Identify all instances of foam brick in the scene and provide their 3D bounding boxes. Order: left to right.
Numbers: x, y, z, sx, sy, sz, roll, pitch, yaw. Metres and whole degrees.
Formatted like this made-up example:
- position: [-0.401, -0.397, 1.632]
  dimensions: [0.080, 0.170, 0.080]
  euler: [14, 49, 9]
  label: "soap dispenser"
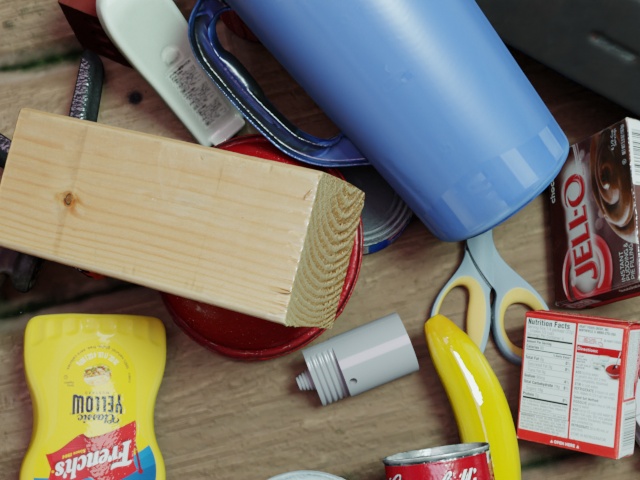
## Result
- position: [-0.151, -0.171, 0.787]
  dimensions: [0.053, 0.078, 0.051]
  euler: [24, 77, 8]
  label: "foam brick"

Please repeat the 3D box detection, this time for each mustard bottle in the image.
- position: [-0.153, 0.147, 0.718]
  dimensions: [0.096, 0.058, 0.191]
  euler: [2, 77, -17]
  label: "mustard bottle"

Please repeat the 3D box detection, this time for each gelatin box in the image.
- position: [0.171, 0.093, 0.705]
  dimensions: [0.073, 0.030, 0.089]
  euler: [5, 91, 39]
  label: "gelatin box"

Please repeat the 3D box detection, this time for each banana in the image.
- position: [0.100, 0.149, 0.709]
  dimensions: [0.069, 0.037, 0.198]
  euler: [4, 83, -8]
  label: "banana"

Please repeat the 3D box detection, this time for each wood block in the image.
- position: [-0.089, -0.014, 0.666]
  dimensions: [0.206, 0.090, 0.091]
  euler: [14, 89, 20]
  label: "wood block"

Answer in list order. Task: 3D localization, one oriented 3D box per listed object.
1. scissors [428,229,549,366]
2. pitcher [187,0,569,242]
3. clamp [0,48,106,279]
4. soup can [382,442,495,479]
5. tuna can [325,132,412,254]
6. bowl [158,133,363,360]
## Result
- position: [0.131, 0.003, 0.763]
  dimensions: [0.096, 0.016, 0.201]
  euler: [15, 78, 4]
  label: "scissors"
- position: [0.040, -0.114, 0.690]
  dimensions: [0.144, 0.149, 0.243]
  euler: [-44, 101, -26]
  label: "pitcher"
- position: [-0.202, -0.049, 0.780]
  dimensions: [0.120, 0.039, 0.171]
  euler: [-16, 76, 0]
  label: "clamp"
- position: [0.079, 0.181, 0.660]
  dimensions: [0.068, 0.068, 0.102]
  euler: [-8, 83, 0]
  label: "soup can"
- position: [0.026, -0.033, 0.768]
  dimensions: [0.086, 0.034, 0.086]
  euler: [-1, 76, 3]
  label: "tuna can"
- position: [-0.055, 0.001, 0.730]
  dimensions: [0.162, 0.055, 0.162]
  euler: [-2, 83, 19]
  label: "bowl"
